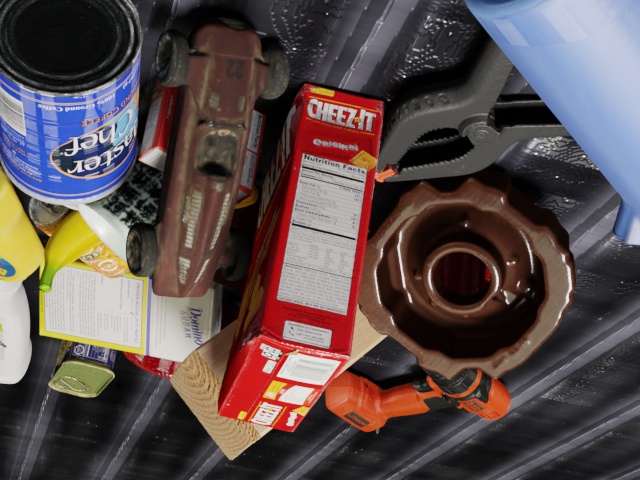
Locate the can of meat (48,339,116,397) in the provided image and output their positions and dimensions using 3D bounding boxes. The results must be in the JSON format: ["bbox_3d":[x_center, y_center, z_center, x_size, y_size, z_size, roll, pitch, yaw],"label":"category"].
[{"bbox_3d":[-0.256,0.117,1.178,0.057,0.084,0.102,17,150,-19],"label":"can of meat"}]

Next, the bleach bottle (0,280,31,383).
[{"bbox_3d":[-0.355,0.075,1.150,0.102,0.068,0.251,15,148,-12],"label":"bleach bottle"}]

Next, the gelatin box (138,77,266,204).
[{"bbox_3d":[-0.087,-0.077,0.800,0.089,0.073,0.030,26,147,-32],"label":"gelatin box"}]

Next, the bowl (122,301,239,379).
[{"bbox_3d":[-0.132,0.104,1.157,0.162,0.055,0.162,6,151,3],"label":"bowl"}]

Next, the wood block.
[{"bbox_3d":[-0.019,0.089,0.941,0.091,0.205,0.090,51,148,6],"label":"wood block"}]

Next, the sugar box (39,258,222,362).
[{"bbox_3d":[-0.185,0.061,1.047,0.176,0.048,0.093,10,117,4],"label":"sugar box"}]

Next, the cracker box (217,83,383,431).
[{"bbox_3d":[-0.017,0.016,0.807,0.072,0.213,0.164,14,150,-9],"label":"cracker box"}]

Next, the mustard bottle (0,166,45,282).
[{"bbox_3d":[-0.298,-0.013,0.967,0.096,0.058,0.191,30,157,16],"label":"mustard bottle"}]

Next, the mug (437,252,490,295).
[{"bbox_3d":[0.144,0.041,0.953,0.093,0.081,0.117,8,151,-2],"label":"mug"}]

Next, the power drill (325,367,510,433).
[{"bbox_3d":[0.102,0.167,1.217,0.188,0.057,0.184,-12,146,31],"label":"power drill"}]

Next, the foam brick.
[{"bbox_3d":[-0.056,0.001,0.931,0.053,0.078,0.051,18,151,-19],"label":"foam brick"}]

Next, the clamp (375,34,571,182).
[{"bbox_3d":[0.113,-0.096,0.758,0.210,0.036,0.164,-18,142,33],"label":"clamp"}]

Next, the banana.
[{"bbox_3d":[-0.152,-0.020,0.903,0.197,0.070,0.037,-25,157,-7],"label":"banana"}]

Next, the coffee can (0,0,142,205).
[{"bbox_3d":[-0.177,-0.103,0.743,0.102,0.103,0.140,10,151,-6],"label":"coffee can"}]
